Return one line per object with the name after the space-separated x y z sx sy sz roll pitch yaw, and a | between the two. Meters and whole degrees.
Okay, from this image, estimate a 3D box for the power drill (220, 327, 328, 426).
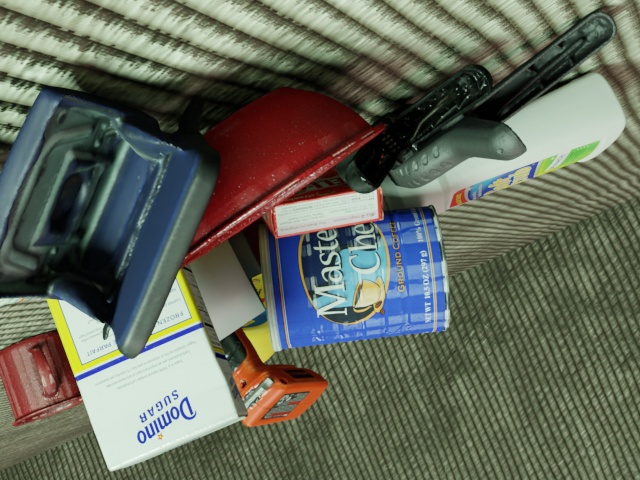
-0.078 0.083 0.995 0.057 0.188 0.184 -49 158 17 | power drill

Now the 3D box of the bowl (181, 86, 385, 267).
-0.042 -0.045 0.644 0.162 0.055 0.162 -35 -179 1 | bowl

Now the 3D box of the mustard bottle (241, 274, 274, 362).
-0.083 0.092 1.118 0.096 0.058 0.191 -2 -153 20 | mustard bottle

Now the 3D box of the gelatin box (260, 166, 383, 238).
-0.003 -0.033 0.834 0.089 0.030 0.073 -11 -159 -12 | gelatin box

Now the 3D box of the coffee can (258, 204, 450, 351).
0.026 0.030 0.853 0.140 0.103 0.103 -7 171 -1 | coffee can

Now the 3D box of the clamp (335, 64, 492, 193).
0.045 -0.066 0.760 0.120 0.039 0.172 -35 -178 -19 | clamp

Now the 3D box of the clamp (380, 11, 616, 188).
0.119 -0.091 0.793 0.164 0.036 0.210 -45 -168 -29 | clamp

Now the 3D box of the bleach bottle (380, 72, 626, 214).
0.141 -0.068 0.943 0.250 0.068 0.103 -24 170 -16 | bleach bottle

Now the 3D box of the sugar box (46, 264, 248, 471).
-0.123 0.052 0.703 0.093 0.176 0.048 -23 172 3 | sugar box

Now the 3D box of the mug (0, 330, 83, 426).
-0.307 0.148 1.173 0.093 0.081 0.117 -19 171 -17 | mug
